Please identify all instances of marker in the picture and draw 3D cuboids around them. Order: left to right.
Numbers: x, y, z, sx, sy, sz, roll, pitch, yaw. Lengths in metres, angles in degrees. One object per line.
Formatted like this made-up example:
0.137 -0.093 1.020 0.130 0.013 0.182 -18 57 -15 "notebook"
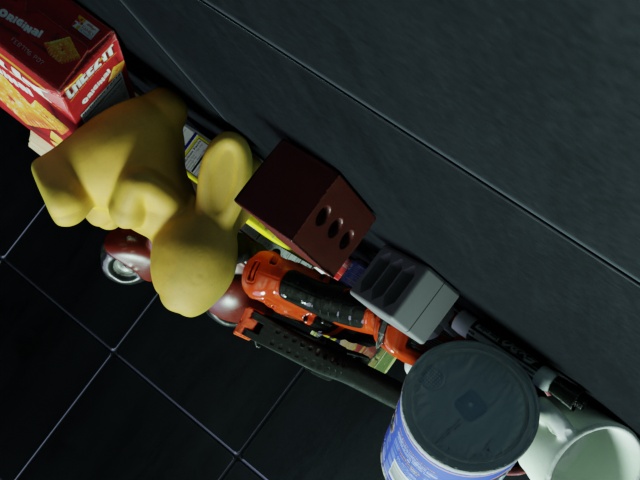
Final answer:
0.153 0.093 0.821 0.121 0.020 0.020 34 175 30 "marker"

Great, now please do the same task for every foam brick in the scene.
-0.008 -0.020 0.692 0.051 0.053 0.078 35 177 29 "foam brick"

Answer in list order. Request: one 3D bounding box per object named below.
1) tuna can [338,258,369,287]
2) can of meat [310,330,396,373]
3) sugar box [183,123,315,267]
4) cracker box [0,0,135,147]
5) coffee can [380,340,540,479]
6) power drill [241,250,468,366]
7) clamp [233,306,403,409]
0.060 0.056 1.105 0.086 0.034 0.086 37 176 3 "tuna can"
0.051 0.098 1.185 0.084 0.102 0.057 33 175 23 "can of meat"
-0.073 -0.047 0.983 0.176 0.048 0.093 33 177 31 "sugar box"
-0.238 -0.150 0.875 0.164 0.072 0.214 36 168 6 "cracker box"
0.106 0.152 0.839 0.103 0.102 0.140 36 156 15 "coffee can"
0.045 0.071 0.940 0.184 0.057 0.188 26 170 -42 "power drill"
0.005 0.112 1.030 0.209 0.036 0.165 27 178 -23 "clamp"
